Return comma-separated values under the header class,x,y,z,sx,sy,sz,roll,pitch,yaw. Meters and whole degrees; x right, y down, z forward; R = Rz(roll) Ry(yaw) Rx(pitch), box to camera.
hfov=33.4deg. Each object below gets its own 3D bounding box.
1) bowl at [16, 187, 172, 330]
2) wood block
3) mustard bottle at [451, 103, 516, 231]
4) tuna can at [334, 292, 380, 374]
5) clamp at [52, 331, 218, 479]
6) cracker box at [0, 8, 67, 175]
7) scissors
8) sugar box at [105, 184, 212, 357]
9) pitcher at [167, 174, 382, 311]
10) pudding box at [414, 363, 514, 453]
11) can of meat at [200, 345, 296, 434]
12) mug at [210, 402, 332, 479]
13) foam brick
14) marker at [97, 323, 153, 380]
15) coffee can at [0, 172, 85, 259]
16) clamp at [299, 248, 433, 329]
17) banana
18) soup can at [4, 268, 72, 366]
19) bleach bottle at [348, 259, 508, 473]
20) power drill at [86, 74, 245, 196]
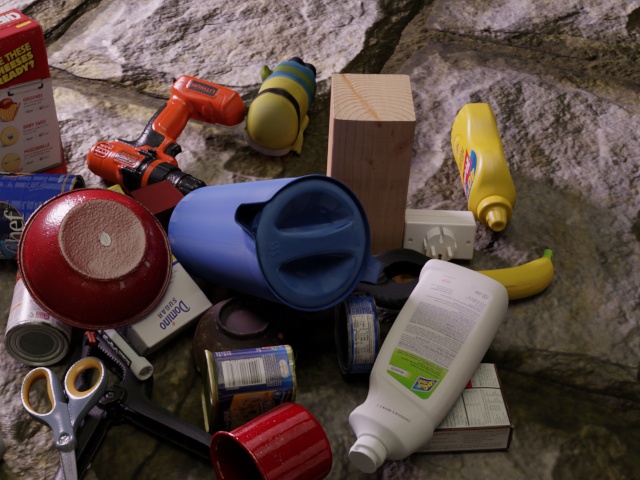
class,x,y,z,sx,sy,sz,roll,pitch,yaw
bowl,-0.227,0.008,1.099,0.162,0.055,0.162,7,66,-17
wood block,0.053,-0.079,1.227,0.090,0.206,0.091,1,42,-1
mustard bottle,0.203,-0.080,1.318,0.058,0.096,0.191,0,42,-4
tuna can,0.038,0.096,1.118,0.033,0.086,0.086,-3,42,-9
clamp,-0.214,0.171,1.057,0.164,0.036,0.210,-20,43,-20
cracker box,-0.403,-0.148,1.277,0.163,0.214,0.072,-29,47,-31
scissors,-0.225,0.177,1.011,0.096,0.016,0.202,-30,43,-16
sugar box,-0.208,0.032,1.156,0.093,0.048,0.176,-33,83,-34
pitcher,-0.057,0.001,1.135,0.144,0.149,0.243,-30,18,-27
pudding box,0.130,0.168,1.077,0.113,0.039,0.090,-3,41,-3
can of meat,-0.071,0.145,1.045,0.083,0.102,0.057,-5,57,-12
mug,-0.037,0.212,0.991,0.081,0.093,0.117,-25,79,-34
foam brick,-0.186,-0.022,1.247,0.052,0.078,0.051,-23,46,-26
marker,-0.210,0.102,1.100,0.020,0.020,0.121,-25,44,-28
coffee can,-0.348,-0.028,1.227,0.140,0.103,0.103,2,41,-1
clamp,0.057,0.037,1.199,0.171,0.039,0.120,-9,54,2
banana,0.188,0.046,1.224,0.197,0.037,0.070,-6,20,-12
soup can,-0.296,0.075,1.139,0.068,0.068,0.102,-1,42,-4
bleach bottle,0.093,0.125,1.049,0.103,0.068,0.250,19,46,24
power drill,-0.178,-0.125,1.359,0.185,0.057,0.187,22,54,25
